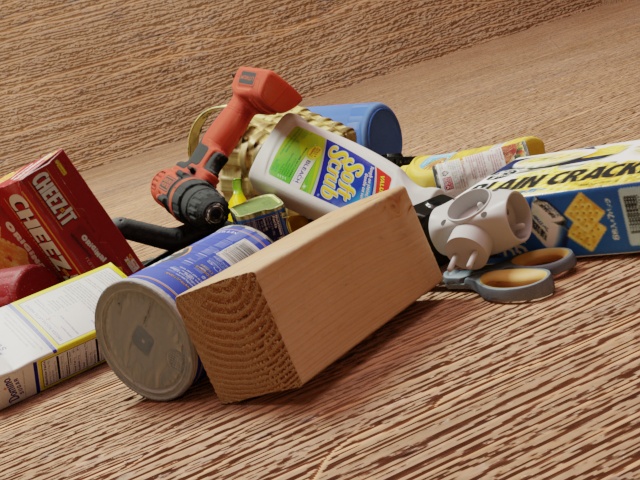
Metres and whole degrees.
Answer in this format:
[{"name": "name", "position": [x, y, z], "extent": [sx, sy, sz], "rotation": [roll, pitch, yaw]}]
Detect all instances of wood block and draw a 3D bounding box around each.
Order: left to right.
[{"name": "wood block", "position": [-0.003, 0.038, 0.841], "extent": [0.090, 0.091, 0.205], "rotation": [-19, 7, 40]}]

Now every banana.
[{"name": "banana", "position": [-0.072, -0.020, 1.277], "extent": [0.037, 0.070, 0.198], "rotation": [-6, 20, -29]}]

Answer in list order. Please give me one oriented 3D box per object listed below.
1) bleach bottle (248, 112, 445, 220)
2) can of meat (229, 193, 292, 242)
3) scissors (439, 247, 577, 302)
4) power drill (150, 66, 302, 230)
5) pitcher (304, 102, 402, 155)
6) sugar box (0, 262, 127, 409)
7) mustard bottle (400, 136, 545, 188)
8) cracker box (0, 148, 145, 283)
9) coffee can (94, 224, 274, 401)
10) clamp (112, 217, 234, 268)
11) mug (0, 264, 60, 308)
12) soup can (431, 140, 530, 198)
[{"name": "bleach bottle", "position": [0.045, -0.055, 1.126], "extent": [0.251, 0.068, 0.102], "rotation": [22, 75, 35]}, {"name": "can of meat", "position": [-0.057, 0.001, 1.122], "extent": [0.057, 0.084, 0.102], "rotation": [-18, 12, -8]}, {"name": "scissors", "position": [0.136, 0.026, 0.917], "extent": [0.096, 0.016, 0.202], "rotation": [-25, 15, -28]}, {"name": "power drill", "position": [-0.102, -0.099, 1.155], "extent": [0.187, 0.057, 0.185], "rotation": [-53, 28, -6]}, {"name": "pitcher", "position": [-0.008, -0.142, 1.614], "extent": [0.243, 0.145, 0.149], "rotation": [-3, 50, 37]}, {"name": "sugar box", "position": [-0.248, 0.087, 1.004], "extent": [0.175, 0.048, 0.093], "rotation": [-26, 42, -32]}, {"name": "mustard bottle", "position": [0.164, -0.079, 1.260], "extent": [0.192, 0.058, 0.096], "rotation": [-7, 16, 36]}, {"name": "cracker box", "position": [-0.312, 0.000, 1.202], "extent": [0.214, 0.164, 0.072], "rotation": [-12, 26, 52]}, {"name": "coffee can", "position": [-0.101, 0.056, 0.883], "extent": [0.103, 0.103, 0.140], "rotation": [-7, 15, 37]}, {"name": "clamp", "position": [-0.162, 0.003, 1.221], "extent": [0.171, 0.120, 0.039], "rotation": [-16, 56, -6]}, {"name": "mug", "position": [-0.321, 0.074, 1.145], "extent": [0.082, 0.093, 0.117], "rotation": [-10, -27, 28]}, {"name": "soup can", "position": [0.177, -0.061, 1.141], "extent": [0.102, 0.068, 0.068], "rotation": [-15, 12, 9]}]
